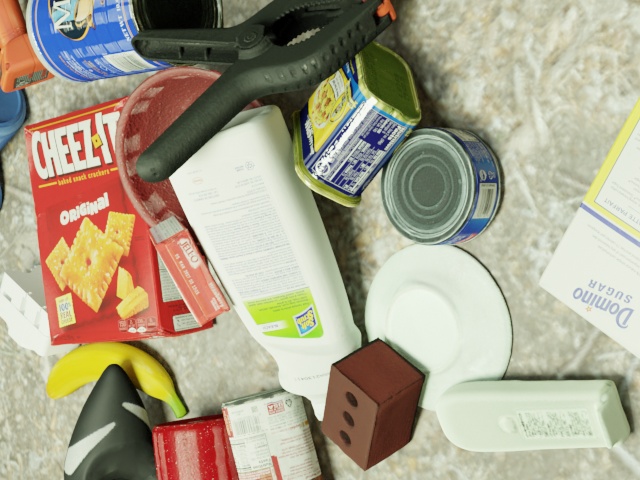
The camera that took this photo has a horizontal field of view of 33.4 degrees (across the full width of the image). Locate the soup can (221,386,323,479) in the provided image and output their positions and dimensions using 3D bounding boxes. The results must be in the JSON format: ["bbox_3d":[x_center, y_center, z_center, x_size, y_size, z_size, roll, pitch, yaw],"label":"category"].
[{"bbox_3d":[-0.038,0.176,0.880,0.069,0.068,0.102,-19,83,40],"label":"soup can"}]

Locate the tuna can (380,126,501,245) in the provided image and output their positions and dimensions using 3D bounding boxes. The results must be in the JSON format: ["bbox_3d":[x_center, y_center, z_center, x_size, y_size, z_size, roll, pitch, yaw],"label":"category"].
[{"bbox_3d":[0.085,-0.039,0.766,0.086,0.033,0.086,3,94,42],"label":"tuna can"}]

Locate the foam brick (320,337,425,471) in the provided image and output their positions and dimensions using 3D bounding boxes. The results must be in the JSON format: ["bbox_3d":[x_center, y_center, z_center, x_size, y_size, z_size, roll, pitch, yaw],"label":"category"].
[{"bbox_3d":[0.038,0.123,0.804,0.053,0.051,0.078,38,139,32],"label":"foam brick"}]

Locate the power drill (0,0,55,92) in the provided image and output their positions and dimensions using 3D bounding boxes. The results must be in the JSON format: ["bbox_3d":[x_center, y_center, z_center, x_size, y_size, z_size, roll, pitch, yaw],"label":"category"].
[{"bbox_3d":[-0.303,-0.244,1.003,0.187,0.057,0.185,70,164,-1],"label":"power drill"}]

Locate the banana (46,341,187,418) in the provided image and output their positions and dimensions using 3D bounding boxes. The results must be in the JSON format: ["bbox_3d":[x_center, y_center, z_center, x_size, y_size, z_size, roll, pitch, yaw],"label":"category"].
[{"bbox_3d":[-0.210,0.131,1.040,0.198,0.037,0.069,1,96,40],"label":"banana"}]

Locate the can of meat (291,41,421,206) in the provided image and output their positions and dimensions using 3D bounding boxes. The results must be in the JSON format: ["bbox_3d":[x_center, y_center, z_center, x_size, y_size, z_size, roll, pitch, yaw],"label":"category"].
[{"bbox_3d":[0.026,-0.089,0.777,0.084,0.057,0.102,-51,26,30],"label":"can of meat"}]

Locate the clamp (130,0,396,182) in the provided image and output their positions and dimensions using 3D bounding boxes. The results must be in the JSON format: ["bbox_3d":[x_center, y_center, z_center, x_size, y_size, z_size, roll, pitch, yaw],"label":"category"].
[{"bbox_3d":[-0.047,-0.125,0.766,0.210,0.036,0.164,-16,47,15],"label":"clamp"}]

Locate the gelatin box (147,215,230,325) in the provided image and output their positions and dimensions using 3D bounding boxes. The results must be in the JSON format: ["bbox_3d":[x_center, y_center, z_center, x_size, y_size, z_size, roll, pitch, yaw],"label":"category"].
[{"bbox_3d":[-0.105,0.022,0.845,0.073,0.030,0.089,63,171,-13],"label":"gelatin box"}]

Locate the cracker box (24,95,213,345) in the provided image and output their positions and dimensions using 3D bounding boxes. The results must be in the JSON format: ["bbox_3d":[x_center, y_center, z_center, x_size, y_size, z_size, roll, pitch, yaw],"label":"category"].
[{"bbox_3d":[-0.190,-0.014,0.981,0.164,0.071,0.214,-8,90,40],"label":"cracker box"}]

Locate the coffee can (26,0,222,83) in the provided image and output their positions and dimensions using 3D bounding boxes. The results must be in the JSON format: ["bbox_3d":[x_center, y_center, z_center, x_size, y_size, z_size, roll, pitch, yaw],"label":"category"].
[{"bbox_3d":[-0.170,-0.193,0.920,0.141,0.102,0.103,0,96,40],"label":"coffee can"}]

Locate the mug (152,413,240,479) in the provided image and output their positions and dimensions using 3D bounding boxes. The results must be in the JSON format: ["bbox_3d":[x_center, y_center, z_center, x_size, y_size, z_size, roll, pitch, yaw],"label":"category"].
[{"bbox_3d":[-0.103,0.196,0.935,0.117,0.093,0.081,150,113,-76],"label":"mug"}]

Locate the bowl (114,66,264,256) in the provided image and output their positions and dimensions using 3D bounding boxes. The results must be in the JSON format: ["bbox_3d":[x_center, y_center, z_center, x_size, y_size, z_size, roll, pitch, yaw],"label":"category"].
[{"bbox_3d":[-0.087,-0.070,0.878,0.162,0.055,0.162,10,115,21],"label":"bowl"}]

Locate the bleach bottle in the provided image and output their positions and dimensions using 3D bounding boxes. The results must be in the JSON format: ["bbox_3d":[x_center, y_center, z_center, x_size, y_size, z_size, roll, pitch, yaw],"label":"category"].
[{"bbox_3d":[-0.037,0.027,0.828,0.103,0.068,0.251,-12,108,25],"label":"bleach bottle"}]
